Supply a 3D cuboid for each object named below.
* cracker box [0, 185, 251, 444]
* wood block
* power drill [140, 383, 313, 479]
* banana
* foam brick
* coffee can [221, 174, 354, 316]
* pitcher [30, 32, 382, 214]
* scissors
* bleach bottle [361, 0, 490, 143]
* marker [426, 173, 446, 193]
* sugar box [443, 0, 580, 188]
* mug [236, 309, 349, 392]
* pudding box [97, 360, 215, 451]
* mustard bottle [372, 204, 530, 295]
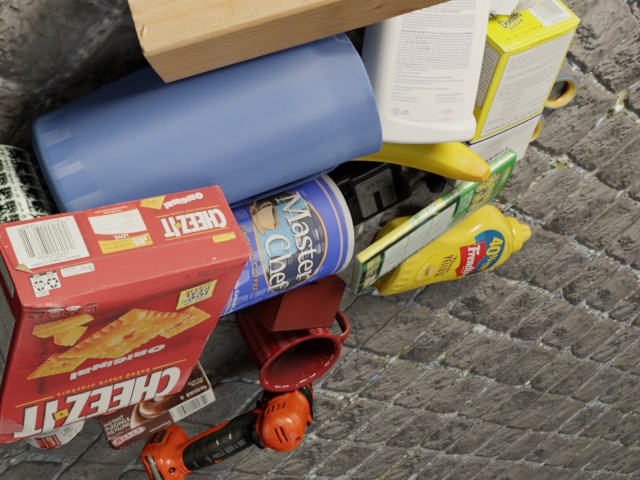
[{"bbox_3d":[-0.160,0.059,0.781,0.163,0.072,0.214,-13,151,-30],"label":"cracker box"},{"bbox_3d":[-0.021,-0.180,0.692,0.206,0.091,0.090,-16,177,0],"label":"wood block"},{"bbox_3d":[-0.096,0.203,1.175,0.188,0.057,0.184,-25,-172,8],"label":"power drill"},{"bbox_3d":[0.047,-0.077,0.935,0.198,0.069,0.037,-1,149,0],"label":"banana"},{"bbox_3d":[-0.025,0.052,1.020,0.078,0.053,0.051,-1,119,-39],"label":"foam brick"},{"bbox_3d":[-0.056,0.001,0.933,0.140,0.103,0.103,-20,146,-31],"label":"coffee can"},{"bbox_3d":[-0.083,-0.079,0.809,0.242,0.145,0.149,-23,106,-6],"label":"pitcher"},{"bbox_3d":[0.195,-0.159,1.018,0.096,0.016,0.201,-33,146,1],"label":"scissors"},{"bbox_3d":[0.091,-0.198,0.812,0.102,0.068,0.251,-3,124,-19],"label":"bleach bottle"},{"bbox_3d":[0.131,-0.092,1.051,0.020,0.020,0.121,-10,141,-29],"label":"marker"},{"bbox_3d":[0.163,-0.131,0.962,0.093,0.048,0.176,-24,152,-27],"label":"sugar box"},{"bbox_3d":[-0.026,0.095,1.113,0.117,0.081,0.093,-16,143,-22],"label":"mug"},{"bbox_3d":[-0.172,0.143,1.055,0.113,0.090,0.039,-25,149,-12],"label":"pudding box"},{"bbox_3d":[0.149,0.005,1.156,0.191,0.058,0.096,-10,141,-29],"label":"mustard bottle"}]
